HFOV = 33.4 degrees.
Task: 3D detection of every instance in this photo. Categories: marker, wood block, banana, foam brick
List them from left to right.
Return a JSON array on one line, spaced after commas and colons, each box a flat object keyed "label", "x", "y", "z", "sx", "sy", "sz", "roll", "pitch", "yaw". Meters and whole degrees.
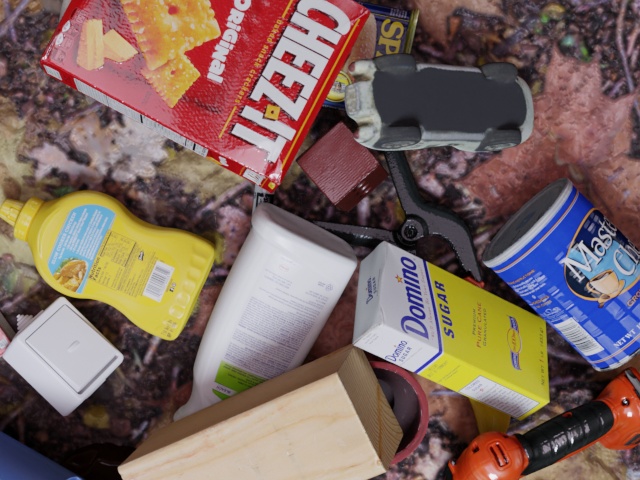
[{"label": "marker", "x": -0.056, "y": 0.001, "z": 0.972, "sx": 0.020, "sy": 0.020, "sz": 0.121, "roll": 7, "pitch": 95, "yaw": 0}, {"label": "wood block", "x": -0.048, "y": 0.173, "z": 0.881, "sx": 0.206, "sy": 0.090, "sz": 0.090, "roll": -25, "pitch": 93, "yaw": 16}, {"label": "foam brick", "x": 0.020, "y": -0.062, "z": 0.911, "sx": 0.053, "sy": 0.078, "sz": 0.051, "roll": -41, "pitch": 81, "yaw": 5}, {"label": "banana", "x": 0.118, "y": 0.110, "z": 0.972, "sx": 0.069, "sy": 0.037, "sz": 0.198, "roll": -35, "pitch": 94, "yaw": 1}]

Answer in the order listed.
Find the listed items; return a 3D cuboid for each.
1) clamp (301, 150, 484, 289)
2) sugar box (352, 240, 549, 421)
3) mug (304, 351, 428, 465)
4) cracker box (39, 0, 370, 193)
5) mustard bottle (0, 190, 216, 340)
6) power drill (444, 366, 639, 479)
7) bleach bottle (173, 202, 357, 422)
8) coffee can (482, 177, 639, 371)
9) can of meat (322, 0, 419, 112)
[{"label": "clamp", "x": 0.069, "y": -0.005, "z": 0.962, "sx": 0.120, "sy": 0.039, "sz": 0.171, "roll": -42, "pitch": 87, "yaw": 10}, {"label": "sugar box", "x": 0.114, "y": 0.077, "z": 0.913, "sx": 0.176, "sy": 0.093, "sz": 0.048, "roll": 27, "pitch": 134, "yaw": -21}, {"label": "mug", "x": 0.036, "y": 0.140, "z": 0.953, "sx": 0.117, "sy": 0.081, "sz": 0.093, "roll": 27, "pitch": 95, "yaw": -2}, {"label": "cracker box", "x": -0.092, "y": -0.160, "z": 0.858, "sx": 0.213, "sy": 0.072, "sz": 0.164, "roll": 28, "pitch": 85, "yaw": -6}, {"label": "mustard bottle", "x": -0.197, "y": 0.009, "z": 0.955, "sx": 0.191, "sy": 0.058, "sz": 0.096, "roll": 24, "pitch": 94, "yaw": -2}, {"label": "power drill", "x": 0.195, "y": 0.187, "z": 0.934, "sx": 0.187, "sy": 0.184, "sz": 0.057, "roll": -23, "pitch": 68, "yaw": -14}, {"label": "bleach bottle", "x": -0.068, "y": 0.098, "z": 0.948, "sx": 0.102, "sy": 0.068, "sz": 0.251, "roll": 26, "pitch": 105, "yaw": -14}, {"label": "coffee can", "x": 0.227, "y": 0.029, "z": 0.930, "sx": 0.140, "sy": 0.103, "sz": 0.103, "roll": 44, "pitch": 94, "yaw": -4}, {"label": "can of meat", "x": 0.035, "y": -0.160, "z": 0.939, "sx": 0.084, "sy": 0.057, "sz": 0.102, "roll": 12, "pitch": 95, "yaw": 2}]
